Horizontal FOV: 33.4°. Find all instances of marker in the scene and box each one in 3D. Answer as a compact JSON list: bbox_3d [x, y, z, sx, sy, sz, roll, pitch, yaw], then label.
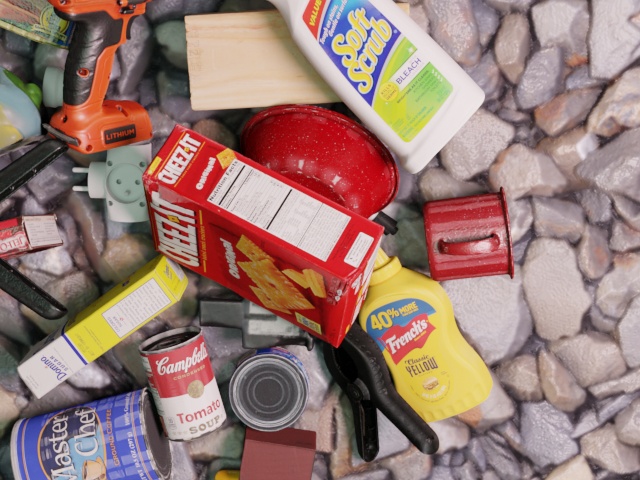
[{"bbox_3d":[0.031,-0.046,1.087,0.121,0.020,0.020,39,99,-8],"label":"marker"}]

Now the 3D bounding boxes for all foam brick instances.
[{"bbox_3d":[-0.045,0.229,1.130,0.078,0.053,0.051,10,102,-1],"label":"foam brick"}]

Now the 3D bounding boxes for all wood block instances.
[{"bbox_3d":[-0.020,-0.178,1.023,0.206,0.091,0.090,-3,103,0],"label":"wood block"}]

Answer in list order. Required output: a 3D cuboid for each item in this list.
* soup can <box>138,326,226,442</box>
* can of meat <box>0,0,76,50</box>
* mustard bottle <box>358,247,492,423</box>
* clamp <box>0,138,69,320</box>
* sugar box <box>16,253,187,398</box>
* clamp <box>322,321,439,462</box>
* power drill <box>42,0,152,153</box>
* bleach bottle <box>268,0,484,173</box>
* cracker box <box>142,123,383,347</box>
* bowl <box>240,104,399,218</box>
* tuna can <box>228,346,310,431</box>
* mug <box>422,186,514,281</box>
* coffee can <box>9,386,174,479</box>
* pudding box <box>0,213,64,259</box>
[{"bbox_3d":[-0.142,0.148,1.105,0.068,0.068,0.102,-14,102,3],"label":"soup can"},{"bbox_3d":[-0.273,-0.240,1.029,0.102,0.057,0.084,22,103,-5],"label":"can of meat"},{"bbox_3d":[0.094,0.090,1.095,0.096,0.058,0.191,-23,101,26],"label":"mustard bottle"},{"bbox_3d":[-0.325,0.000,0.975,0.210,0.036,0.164,-7,86,3],"label":"clamp"},{"bbox_3d":[-0.219,0.082,1.079,0.176,0.093,0.048,-33,100,6],"label":"sugar box"},{"bbox_3d":[0.045,0.157,1.108,0.120,0.039,0.171,-37,81,47],"label":"clamp"},{"bbox_3d":[-0.188,-0.184,1.008,0.057,0.184,0.188,27,120,32],"label":"power drill"},{"bbox_3d":[0.023,-0.179,0.945,0.251,0.068,0.103,41,100,-6],"label":"bleach bottle"},{"bbox_3d":[-0.057,0.001,0.999,0.214,0.164,0.072,27,66,8],"label":"cracker box"},{"bbox_3d":[-0.009,-0.054,1.019,0.162,0.055,0.162,14,144,10],"label":"bowl"},{"bbox_3d":[-0.054,0.156,1.120,0.086,0.034,0.086,0,97,1],"label":"tuna can"},{"bbox_3d":[0.145,-0.001,1.050,0.081,0.117,0.093,-7,101,6],"label":"mug"},{"bbox_3d":[-0.234,0.217,1.103,0.140,0.103,0.103,-15,102,3],"label":"coffee can"},{"bbox_3d":[-0.314,0.001,1.051,0.090,0.113,0.039,-13,93,3],"label":"pudding box"}]
